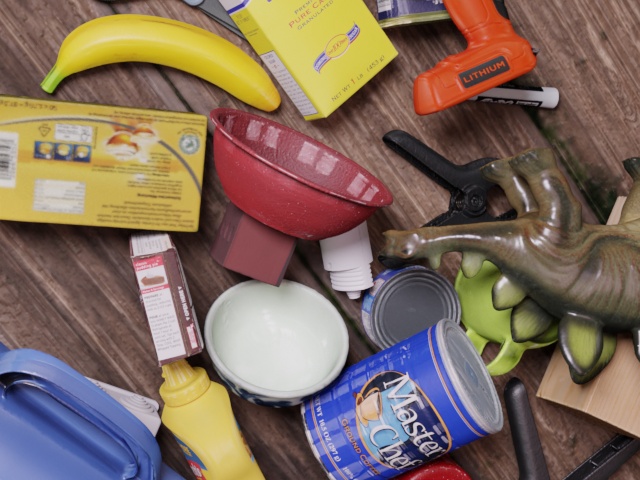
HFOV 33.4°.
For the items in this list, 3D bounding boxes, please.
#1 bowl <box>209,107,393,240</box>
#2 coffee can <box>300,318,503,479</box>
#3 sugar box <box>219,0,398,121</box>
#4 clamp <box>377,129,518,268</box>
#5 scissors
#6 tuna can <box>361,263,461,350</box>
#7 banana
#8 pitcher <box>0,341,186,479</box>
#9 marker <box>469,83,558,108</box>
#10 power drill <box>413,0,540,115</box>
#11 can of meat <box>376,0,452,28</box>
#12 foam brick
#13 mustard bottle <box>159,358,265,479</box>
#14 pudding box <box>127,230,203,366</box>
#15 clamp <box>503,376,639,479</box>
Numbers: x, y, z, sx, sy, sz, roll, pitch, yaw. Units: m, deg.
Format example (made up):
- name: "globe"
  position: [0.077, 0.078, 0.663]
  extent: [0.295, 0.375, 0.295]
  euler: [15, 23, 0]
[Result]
- name: "bowl"
  position: [-0.025, -0.046, 0.855]
  extent: [0.162, 0.162, 0.055]
  euler: [21, 106, -18]
- name: "coffee can"
  position: [0.069, 0.141, 0.905]
  extent: [0.140, 0.102, 0.103]
  euler: [-28, 107, 18]
- name: "sugar box"
  position: [-0.023, -0.196, 0.879]
  extent: [0.093, 0.048, 0.176]
  euler: [-43, 110, -18]
- name: "clamp"
  position: [0.125, -0.026, 0.956]
  extent: [0.171, 0.039, 0.120]
  euler: [10, 97, -17]
- name: "scissors"
  position: [-0.124, -0.194, 0.873]
  extent: [0.096, 0.016, 0.201]
  euler: [-43, 108, -3]
- name: "tuna can"
  position: [0.081, 0.064, 0.960]
  extent: [0.086, 0.034, 0.086]
  euler: [-2, 99, -15]
- name: "banana"
  position: [-0.125, -0.148, 0.871]
  extent: [0.197, 0.037, 0.070]
  euler: [4, 126, -14]
- name: "pitcher"
  position: [-0.186, 0.183, 0.797]
  extent: [0.242, 0.149, 0.145]
  euler: [38, 77, -19]
- name: "marker"
  position: [0.156, -0.133, 0.959]
  extent: [0.121, 0.020, 0.020]
  euler: [3, 97, -16]
- name: "power drill"
  position: [0.080, -0.199, 0.847]
  extent: [0.184, 0.057, 0.187]
  euler: [-23, 99, -12]
- name: "can of meat"
  position: [0.094, -0.228, 0.908]
  extent: [0.102, 0.057, 0.084]
  euler: [-10, 99, -14]
- name: "foam brick"
  position: [-0.056, 0.001, 0.889]
  extent: [0.051, 0.078, 0.053]
  euler: [21, 91, -16]
- name: "mustard bottle"
  position: [-0.085, 0.179, 0.891]
  extent: [0.058, 0.096, 0.191]
  euler: [-27, 109, -13]
- name: "pudding box"
  position: [-0.127, 0.041, 0.857]
  extent: [0.039, 0.113, 0.090]
  euler: [-16, 102, -10]
- name: "clamp"
  position: [0.231, 0.246, 1.029]
  extent: [0.164, 0.036, 0.210]
  euler: [12, 91, -17]
